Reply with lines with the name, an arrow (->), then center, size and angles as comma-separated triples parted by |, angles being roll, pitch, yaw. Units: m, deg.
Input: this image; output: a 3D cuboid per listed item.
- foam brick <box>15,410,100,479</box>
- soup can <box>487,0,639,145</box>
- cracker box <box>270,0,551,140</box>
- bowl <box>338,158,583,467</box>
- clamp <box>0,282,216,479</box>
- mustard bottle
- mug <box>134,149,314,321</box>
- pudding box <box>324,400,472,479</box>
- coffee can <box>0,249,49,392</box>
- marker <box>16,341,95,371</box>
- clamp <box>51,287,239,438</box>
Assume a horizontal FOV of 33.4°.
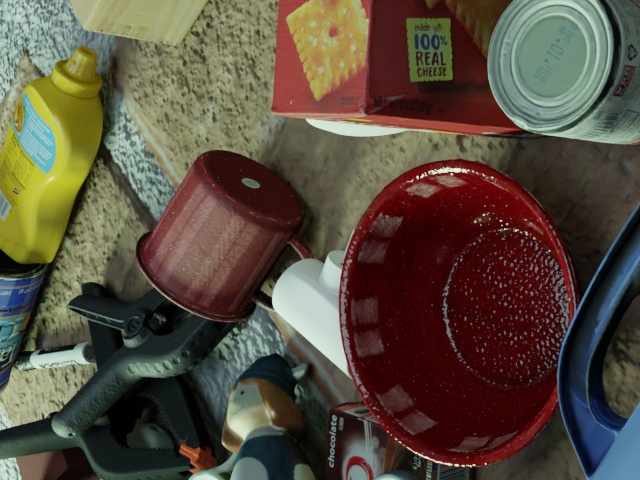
foam brick -> -0.212, 0.180, 0.892 | 0.078, 0.052, 0.051 | -44, 59, 36
soup can -> 0.134, -0.079, 0.492 | 0.069, 0.102, 0.068 | 0, 90, 47
cracker box -> 0.062, -0.161, 0.524 | 0.072, 0.163, 0.214 | 9, 97, 45
bowl -> 0.084, 0.038, 0.577 | 0.162, 0.055, 0.162 | 0, 90, 46
clamp -> -0.157, 0.120, 0.823 | 0.210, 0.036, 0.164 | 13, 67, 33
mustard bottle -> -0.231, -0.080, 0.908 | 0.096, 0.058, 0.192 | 51, 124, 35
mug -> -0.055, 0.001, 0.710 | 0.117, 0.093, 0.082 | 37, 115, 7
pudding box -> 0.043, 0.160, 0.632 | 0.090, 0.039, 0.113 | 10, 97, 46
coffee can -> -0.314, 0.061, 0.963 | 0.103, 0.102, 0.140 | 44, 120, 37
marker -> -0.233, 0.103, 0.938 | 0.121, 0.020, 0.020 | -12, 81, 46
clamp -> -0.131, 0.080, 0.781 | 0.172, 0.039, 0.120 | -16, 57, 32
